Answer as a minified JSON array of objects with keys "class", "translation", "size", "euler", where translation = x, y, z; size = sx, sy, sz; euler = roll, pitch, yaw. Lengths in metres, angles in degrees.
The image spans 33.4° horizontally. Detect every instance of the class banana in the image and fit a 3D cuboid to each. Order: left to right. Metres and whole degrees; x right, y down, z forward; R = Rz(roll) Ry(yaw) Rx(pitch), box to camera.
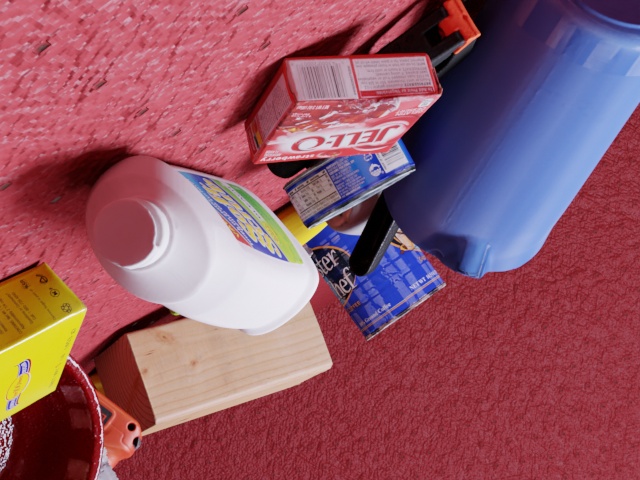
[{"class":"banana","translation":[-0.055,0.005,0.960],"size":[0.197,0.037,0.070],"euler":[-33,-167,-7]}]

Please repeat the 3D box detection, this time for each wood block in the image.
[{"class":"wood block","translation":[-0.104,0.122,1.063],"size":[0.205,0.090,0.091],"euler":[-14,167,-36]}]

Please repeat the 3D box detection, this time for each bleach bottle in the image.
[{"class":"bleach bottle","translation":[-0.063,0.007,0.574],"size":[0.068,0.102,0.250],"euler":[-41,175,4]}]

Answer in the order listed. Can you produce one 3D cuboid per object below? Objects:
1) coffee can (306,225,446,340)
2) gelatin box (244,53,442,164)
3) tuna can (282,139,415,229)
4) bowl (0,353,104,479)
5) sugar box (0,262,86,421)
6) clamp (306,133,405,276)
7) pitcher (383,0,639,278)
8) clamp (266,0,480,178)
[{"class":"coffee can","translation":[0.049,0.019,1.114],"size":[0.103,0.140,0.103],"euler":[-35,174,-4]},{"class":"gelatin box","translation":[0.011,-0.072,0.588],"size":[0.089,0.030,0.073],"euler":[-6,162,-24]},{"class":"tuna can","translation":[0.020,-0.042,0.713],"size":[0.086,0.034,0.086],"euler":[-29,179,-1]},{"class":"bowl","translation":[-0.218,0.135,0.679],"size":[0.055,0.162,0.161],"euler":[8,-154,41]},{"class":"sugar box","translation":[-0.213,0.084,0.566],"size":[0.175,0.048,0.093],"euler":[-34,162,-42]},{"class":"clamp","translation":[0.080,-0.070,0.873],"size":[0.209,0.036,0.164],"euler":[-38,146,-17]},{"class":"pitcher","translation":[0.140,-0.101,0.715],"size":[0.144,0.149,0.243],"euler":[-24,158,-29]},{"class":"clamp","translation":[0.034,-0.092,0.671],"size":[0.120,0.039,0.172],"euler":[-36,176,-27]}]
